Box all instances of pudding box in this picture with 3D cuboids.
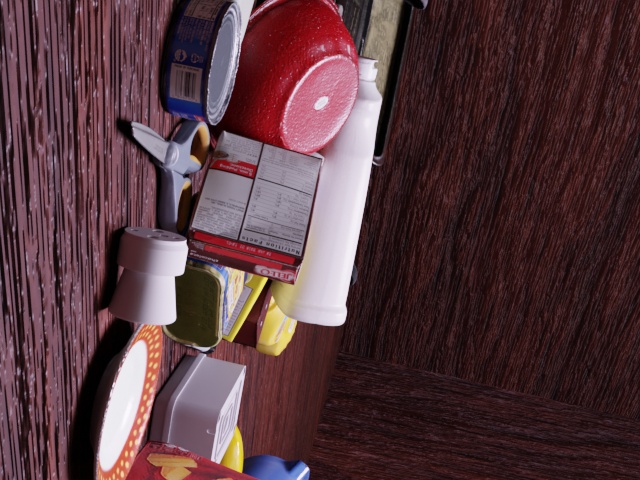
[{"bbox_3d":[-0.050,-0.027,0.826,0.039,0.090,0.113,112,-8,-50],"label":"pudding box"}]

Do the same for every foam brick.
[{"bbox_3d":[-0.080,0.062,1.104,0.053,0.051,0.078,96,8,-55],"label":"foam brick"}]

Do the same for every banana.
[{"bbox_3d":[-0.100,0.250,1.090,0.069,0.037,0.198,-72,176,-51],"label":"banana"}]

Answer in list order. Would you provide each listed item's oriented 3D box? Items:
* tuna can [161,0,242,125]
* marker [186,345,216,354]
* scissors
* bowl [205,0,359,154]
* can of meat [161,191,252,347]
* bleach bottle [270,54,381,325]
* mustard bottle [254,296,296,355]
[{"bbox_3d":[-0.081,-0.125,0.737,0.086,0.034,0.086,13,89,-85],"label":"tuna can"},{"bbox_3d":[-0.113,0.093,0.991,0.121,0.020,0.020,77,26,-79],"label":"marker"},{"bbox_3d":[-0.109,-0.042,0.739,0.201,0.016,0.096,-53,155,-78],"label":"scissors"},{"bbox_3d":[-0.019,-0.122,0.882,0.161,0.055,0.162,-35,145,-30],"label":"bowl"},{"bbox_3d":[-0.092,0.025,0.864,0.084,0.057,0.102,-70,171,-45],"label":"can of meat"},{"bbox_3d":[0.014,-0.052,1.026,0.103,0.068,0.251,-129,-129,-68],"label":"bleach bottle"},{"bbox_3d":[-0.063,0.082,1.301,0.191,0.058,0.096,81,24,-77],"label":"mustard bottle"}]
